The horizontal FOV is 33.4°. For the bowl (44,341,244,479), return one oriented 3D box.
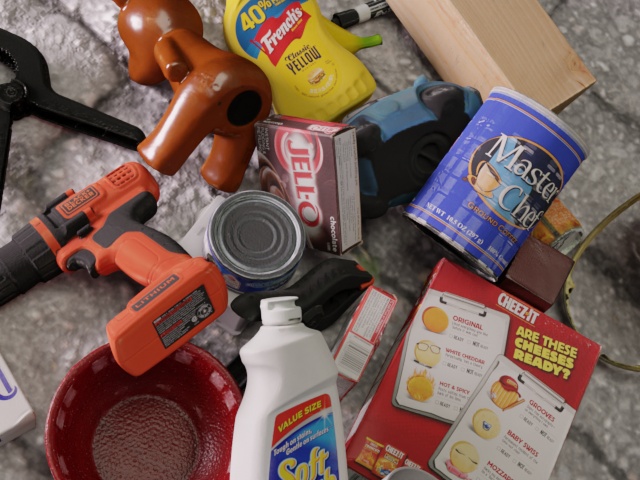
[{"bbox_3d":[-0.139,0.160,0.859,0.162,0.055,0.162,5,65,-11],"label":"bowl"}]

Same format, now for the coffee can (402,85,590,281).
[{"bbox_3d":[0.154,-0.049,0.939,0.103,0.103,0.140,36,89,4],"label":"coffee can"}]

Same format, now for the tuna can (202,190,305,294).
[{"bbox_3d":[-0.056,0.001,0.906,0.086,0.034,0.086,5,65,-11],"label":"tuna can"}]

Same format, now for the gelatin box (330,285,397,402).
[{"bbox_3d":[0.029,0.091,0.921,0.030,0.073,0.089,29,62,-1],"label":"gelatin box"}]

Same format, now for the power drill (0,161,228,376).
[{"bbox_3d":[-0.179,0.027,0.869,0.184,0.057,0.188,-38,50,-16],"label":"power drill"}]

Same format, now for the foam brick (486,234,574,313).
[{"bbox_3d":[0.186,0.039,0.979,0.051,0.078,0.053,33,63,1],"label":"foam brick"}]

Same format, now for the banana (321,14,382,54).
[{"bbox_3d":[-0.024,-0.249,1.068,0.070,0.037,0.198,-41,88,8],"label":"banana"}]

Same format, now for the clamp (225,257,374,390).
[{"bbox_3d":[-0.021,0.056,0.905,0.171,0.120,0.039,-36,69,-29],"label":"clamp"}]

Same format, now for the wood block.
[{"bbox_3d":[0.165,-0.204,1.067,0.090,0.090,0.206,-32,83,-24],"label":"wood block"}]

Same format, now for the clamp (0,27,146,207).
[{"bbox_3d":[-0.267,-0.126,0.969,0.164,0.036,0.210,-24,73,-22],"label":"clamp"}]

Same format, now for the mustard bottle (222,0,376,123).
[{"bbox_3d":[-0.037,-0.194,1.023,0.096,0.058,0.191,-35,88,-6],"label":"mustard bottle"}]

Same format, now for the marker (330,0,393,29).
[{"bbox_3d":[0.063,-0.244,1.112,0.121,0.020,0.020,-25,74,-22],"label":"marker"}]

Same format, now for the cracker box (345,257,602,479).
[{"bbox_3d":[0.125,0.148,0.919,0.164,0.072,0.213,30,62,0],"label":"cracker box"}]

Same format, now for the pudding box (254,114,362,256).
[{"bbox_3d":[-0.010,-0.050,0.939,0.090,0.113,0.039,14,31,39],"label":"pudding box"}]

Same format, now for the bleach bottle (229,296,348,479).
[{"bbox_3d":[-0.030,0.170,0.819,0.102,0.068,0.251,-5,92,-26],"label":"bleach bottle"}]
